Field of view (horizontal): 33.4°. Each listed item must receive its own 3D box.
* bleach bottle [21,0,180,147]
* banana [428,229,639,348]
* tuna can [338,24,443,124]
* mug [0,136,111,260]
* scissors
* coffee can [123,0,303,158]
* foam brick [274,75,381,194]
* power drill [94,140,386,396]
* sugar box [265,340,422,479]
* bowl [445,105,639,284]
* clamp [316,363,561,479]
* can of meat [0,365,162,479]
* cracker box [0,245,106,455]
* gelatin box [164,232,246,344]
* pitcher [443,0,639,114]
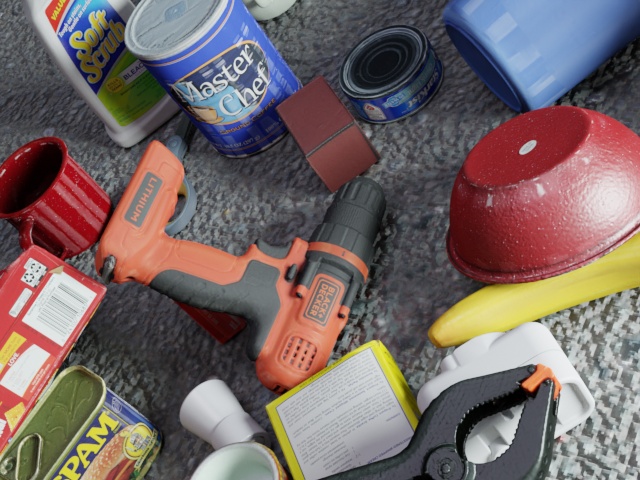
[{"bbox_3d":[-0.225,-0.201,0.990,0.102,0.250,0.068,-37,44,3],"label":"bleach bottle"},{"bbox_3d":[0.164,0.026,0.687,0.198,0.069,0.037,-20,90,27],"label":"banana"},{"bbox_3d":[0.059,-0.142,0.909,0.086,0.033,0.086,-18,48,21],"label":"tuna can"},{"bbox_3d":[-0.249,-0.027,0.989,0.093,0.081,0.117,-19,48,21],"label":"mug"},{"bbox_3d":[-0.125,-0.078,0.994,0.096,0.016,0.201,15,66,39],"label":"scissors"},{"bbox_3d":[-0.091,-0.155,0.943,0.103,0.140,0.103,-18,48,21],"label":"coffee can"},{"bbox_3d":[0.005,-0.089,0.889,0.051,0.053,0.078,-35,43,5],"label":"foam brick"},{"bbox_3d":[-0.055,0.001,0.782,0.187,0.057,0.184,25,63,-3],"label":"power drill"},{"bbox_3d":[0.037,0.155,0.679,0.093,0.048,0.176,-33,48,7],"label":"sugar box"},{"bbox_3d":[0.149,-0.043,0.721,0.162,0.055,0.162,-24,28,14],"label":"bowl"},{"bbox_3d":[0.065,0.133,0.611,0.120,0.039,0.171,34,80,25],"label":"clamp"},{"bbox_3d":[-0.176,0.158,0.790,0.058,0.084,0.102,20,69,42],"label":"can of meat"},{"bbox_3d":[-0.256,0.095,0.831,0.164,0.072,0.214,-60,16,-17],"label":"cracker box"},{"bbox_3d":[-0.105,0.034,0.849,0.030,0.073,0.089,-43,44,-4],"label":"gelatin box"},{"bbox_3d":[0.212,-0.211,0.806,0.243,0.149,0.145,-41,63,4],"label":"pitcher"}]
